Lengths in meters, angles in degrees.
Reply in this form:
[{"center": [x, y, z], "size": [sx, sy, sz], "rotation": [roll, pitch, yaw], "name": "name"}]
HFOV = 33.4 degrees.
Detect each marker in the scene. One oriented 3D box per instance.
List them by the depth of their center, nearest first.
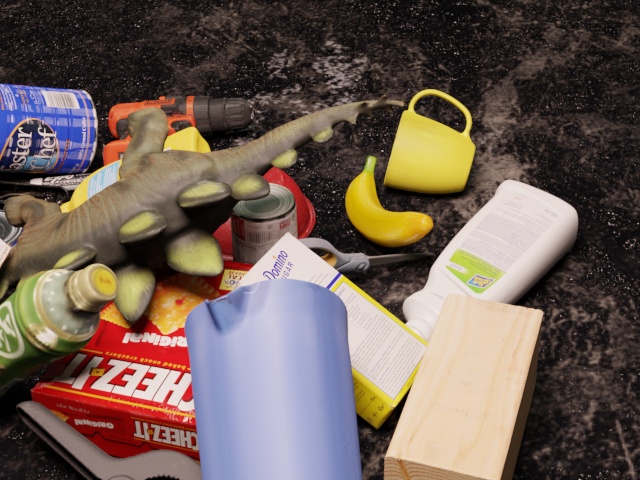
[{"center": [-0.307, -0.066, 1.253], "size": [0.121, 0.020, 0.020], "rotation": [-5, 36, -6], "name": "marker"}]

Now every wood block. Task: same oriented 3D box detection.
[{"center": [0.122, 0.147, 0.890], "size": [0.090, 0.091, 0.205], "rotation": [10, 37, 16], "name": "wood block"}]

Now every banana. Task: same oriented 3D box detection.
[{"center": [0.065, -0.032, 1.152], "size": [0.037, 0.070, 0.198], "rotation": [14, 19, -23], "name": "banana"}]

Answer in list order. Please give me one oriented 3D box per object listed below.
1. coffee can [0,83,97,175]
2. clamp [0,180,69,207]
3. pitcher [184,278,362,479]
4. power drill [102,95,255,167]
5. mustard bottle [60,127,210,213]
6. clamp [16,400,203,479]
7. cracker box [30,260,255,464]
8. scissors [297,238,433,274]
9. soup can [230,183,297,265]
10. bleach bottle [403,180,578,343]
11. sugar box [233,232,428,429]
[{"center": [-0.343, -0.128, 1.233], "size": [0.140, 0.103, 0.103], "rotation": [0, 30, -37], "name": "coffee can"}, {"center": [-0.378, -0.055, 1.184], "size": [0.172, 0.039, 0.120], "rotation": [5, -2, 30], "name": "clamp"}, {"center": [-0.025, 0.165, 0.810], "size": [0.149, 0.145, 0.243], "rotation": [7, 53, -20], "name": "pitcher"}, {"center": [-0.175, -0.124, 1.279], "size": [0.184, 0.057, 0.187], "rotation": [-5, 24, 4], "name": "power drill"}, {"center": [-0.208, -0.048, 1.157], "size": [0.192, 0.058, 0.096], "rotation": [-22, 50, 13], "name": "mustard bottle"}, {"center": [-0.164, 0.214, 0.839], "size": [0.210, 0.036, 0.164], "rotation": [10, 50, 4], "name": "clamp"}, {"center": [-0.140, 0.100, 0.975], "size": [0.164, 0.072, 0.213], "rotation": [8, 37, 13], "name": "cracker box"}, {"center": [0.023, 0.036, 1.095], "size": [0.201, 0.096, 0.016], "rotation": [9, 39, -44], "name": "scissors"}, {"center": [-0.057, 0.001, 1.084], "size": [0.068, 0.102, 0.068], "rotation": [-1, 36, 0], "name": "soup can"}, {"center": [0.156, 0.032, 1.075], "size": [0.103, 0.068, 0.250], "rotation": [26, 46, 32], "name": "bleach bottle"}, {"center": [0.009, 0.079, 0.963], "size": [0.176, 0.048, 0.093], "rotation": [37, 42, 6], "name": "sugar box"}]
